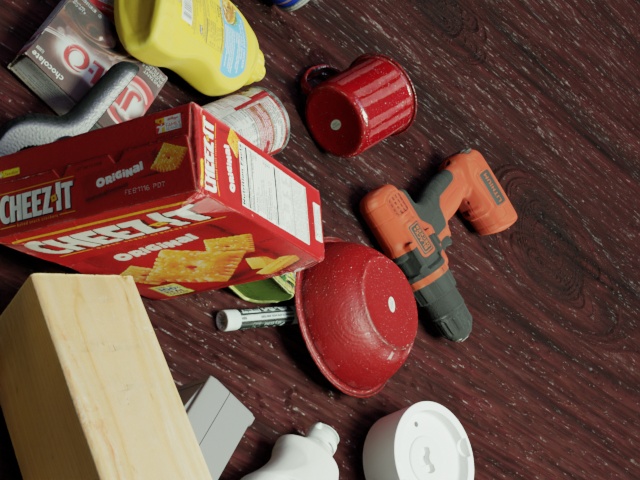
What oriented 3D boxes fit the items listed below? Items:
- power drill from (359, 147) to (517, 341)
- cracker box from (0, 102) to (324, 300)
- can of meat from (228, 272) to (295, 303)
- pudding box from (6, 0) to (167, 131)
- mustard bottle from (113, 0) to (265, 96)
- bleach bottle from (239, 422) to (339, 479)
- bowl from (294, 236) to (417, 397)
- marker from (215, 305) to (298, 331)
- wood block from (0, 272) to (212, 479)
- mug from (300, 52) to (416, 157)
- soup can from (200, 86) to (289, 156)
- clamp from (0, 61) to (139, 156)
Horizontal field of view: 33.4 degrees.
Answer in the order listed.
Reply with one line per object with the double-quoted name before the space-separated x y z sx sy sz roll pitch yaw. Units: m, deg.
"power drill" 0.141 -0.005 1.158 0.187 0.057 0.184 -38 100 -45
"cracker box" -0.112 -0.018 0.797 0.213 0.164 0.072 31 50 -63
"can of meat" -0.056 0.001 0.951 0.102 0.057 0.084 50 40 -60
"pudding box" -0.196 -0.142 0.911 0.113 0.039 0.090 43 49 -22
"mustard bottle" -0.108 -0.185 0.977 0.191 0.058 0.096 23 59 -58
"bleach bottle" -0.055 0.239 0.870 0.102 0.068 0.250 52 43 -15
"bowl" 0.045 0.066 1.021 0.161 0.055 0.162 29 51 -45
"marker" -0.043 0.070 0.981 0.120 0.020 0.020 -1 74 -44
"wood block" -0.155 0.133 0.752 0.090 0.091 0.206 3 51 -44
"mug" 0.030 -0.143 1.099 0.117 0.093 0.081 40 47 17
"soup can" -0.085 -0.095 0.975 0.102 0.069 0.068 -32 96 -45
"clamp" -0.202 -0.078 0.852 0.171 0.039 0.120 -12 92 -35
